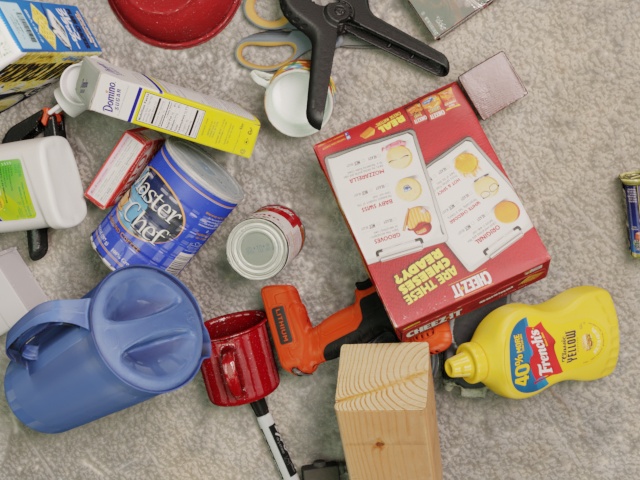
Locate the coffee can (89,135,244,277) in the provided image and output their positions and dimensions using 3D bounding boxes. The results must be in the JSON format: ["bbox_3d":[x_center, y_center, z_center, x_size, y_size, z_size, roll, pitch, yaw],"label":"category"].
[{"bbox_3d":[-0.165,-0.027,1.148,0.103,0.102,0.140,41,103,0],"label":"coffee can"}]

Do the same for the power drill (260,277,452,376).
[{"bbox_3d":[0.033,0.054,1.138,0.188,0.057,0.184,-22,70,18],"label":"power drill"}]

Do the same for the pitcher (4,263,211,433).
[{"bbox_3d":[-0.246,0.123,1.124,0.243,0.144,0.149,-30,98,44],"label":"pitcher"}]

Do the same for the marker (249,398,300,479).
[{"bbox_3d":[-0.053,0.227,1.215,0.020,0.020,0.121,-21,95,12],"label":"marker"}]

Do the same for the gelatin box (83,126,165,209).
[{"bbox_3d":[-0.211,-0.079,1.161,0.030,0.073,0.089,35,103,2],"label":"gelatin box"}]

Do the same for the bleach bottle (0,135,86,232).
[{"bbox_3d":[-0.385,-0.045,1.169,0.251,0.068,0.102,-9,98,21],"label":"bleach bottle"}]

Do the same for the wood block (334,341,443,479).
[{"bbox_3d":[0.075,0.209,1.108,0.091,0.090,0.206,-2,131,10],"label":"wood block"}]

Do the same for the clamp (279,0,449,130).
[{"bbox_3d":[0.012,-0.217,1.089,0.164,0.036,0.210,-32,79,-20],"label":"clamp"}]

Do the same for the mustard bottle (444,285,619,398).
[{"bbox_3d":[0.212,0.109,1.087,0.191,0.058,0.096,-11,104,-23],"label":"mustard bottle"}]

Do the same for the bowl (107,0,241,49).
[{"bbox_3d":[-0.162,-0.285,1.129,0.162,0.055,0.162,1,99,8],"label":"bowl"}]

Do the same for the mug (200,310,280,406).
[{"bbox_3d":[-0.091,0.132,1.159,0.093,0.117,0.081,-14,102,0],"label":"mug"}]

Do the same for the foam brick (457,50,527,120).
[{"bbox_3d":[0.175,-0.157,1.085,0.053,0.078,0.051,-30,92,12],"label":"foam brick"}]

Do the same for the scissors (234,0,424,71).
[{"bbox_3d":[0.003,-0.231,1.131,0.202,0.016,0.096,-10,100,11],"label":"scissors"}]

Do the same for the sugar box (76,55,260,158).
[{"bbox_3d":[-0.157,-0.136,1.094,0.176,0.093,0.048,13,104,-25],"label":"sugar box"}]

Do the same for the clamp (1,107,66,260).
[{"bbox_3d":[-0.326,-0.065,1.200,0.120,0.039,0.172,37,107,1],"label":"clamp"}]

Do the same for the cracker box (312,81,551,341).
[{"bbox_3d":[0.109,-0.030,1.070,0.164,0.072,0.214,-24,69,1],"label":"cracker box"}]

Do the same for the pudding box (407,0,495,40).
[{"bbox_3d":[0.124,-0.276,1.093,0.090,0.039,0.113,-34,93,12],"label":"pudding box"}]

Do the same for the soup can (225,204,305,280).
[{"bbox_3d":[-0.057,0.001,1.136,0.068,0.102,0.068,2,100,9],"label":"soup can"}]
